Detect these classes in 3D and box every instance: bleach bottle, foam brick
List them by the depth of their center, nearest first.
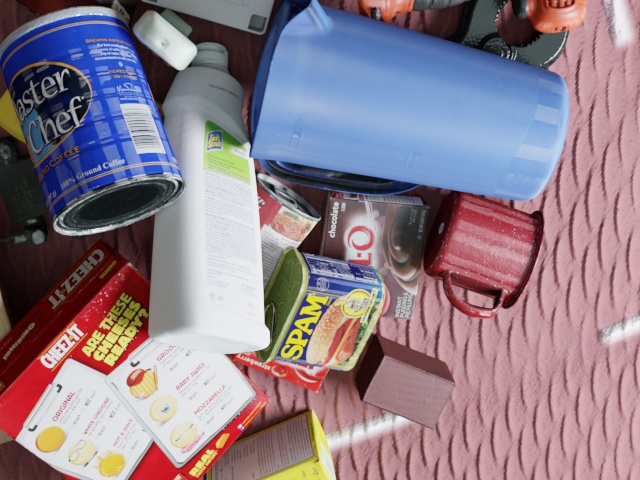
[{"bbox_3d":[-0.088,-0.039,0.875,0.068,0.102,0.251,-10,71,33],"label":"bleach bottle"},{"bbox_3d":[0.078,0.132,0.995,0.078,0.053,0.051,23,104,-11],"label":"foam brick"}]

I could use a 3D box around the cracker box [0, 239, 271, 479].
[{"bbox_3d":[-0.166,0.128,0.908,0.164,0.072,0.213,-48,128,-10],"label":"cracker box"}]

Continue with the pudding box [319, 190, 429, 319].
[{"bbox_3d":[0.045,0.012,0.963,0.090,0.039,0.113,5,107,-6],"label":"pudding box"}]

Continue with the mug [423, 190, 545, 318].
[{"bbox_3d":[0.139,0.015,0.938,0.081,0.093,0.117,19,61,-5],"label":"mug"}]

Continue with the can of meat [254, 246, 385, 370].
[{"bbox_3d":[-0.002,0.062,0.918,0.083,0.057,0.102,11,119,-26],"label":"can of meat"}]

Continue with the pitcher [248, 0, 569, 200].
[{"bbox_3d":[0.065,-0.101,0.864,0.242,0.149,0.145,12,93,-6],"label":"pitcher"}]

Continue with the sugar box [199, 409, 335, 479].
[{"bbox_3d":[-0.076,0.227,0.991,0.176,0.093,0.048,-25,109,4],"label":"sugar box"}]

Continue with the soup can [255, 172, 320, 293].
[{"bbox_3d":[-0.056,0.001,0.937,0.068,0.068,0.102,33,102,-13],"label":"soup can"}]

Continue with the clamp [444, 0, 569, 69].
[{"bbox_3d":[0.153,-0.153,0.922,0.164,0.036,0.210,43,100,-12],"label":"clamp"}]

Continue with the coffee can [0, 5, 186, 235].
[{"bbox_3d":[-0.171,-0.088,0.798,0.103,0.103,0.140,-22,79,2],"label":"coffee can"}]

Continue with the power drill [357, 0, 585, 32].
[{"bbox_3d":[0.116,-0.253,0.863,0.187,0.057,0.184,-6,86,5],"label":"power drill"}]

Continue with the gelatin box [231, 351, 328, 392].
[{"bbox_3d":[-0.027,0.091,0.986,0.089,0.030,0.073,23,104,-11],"label":"gelatin box"}]
